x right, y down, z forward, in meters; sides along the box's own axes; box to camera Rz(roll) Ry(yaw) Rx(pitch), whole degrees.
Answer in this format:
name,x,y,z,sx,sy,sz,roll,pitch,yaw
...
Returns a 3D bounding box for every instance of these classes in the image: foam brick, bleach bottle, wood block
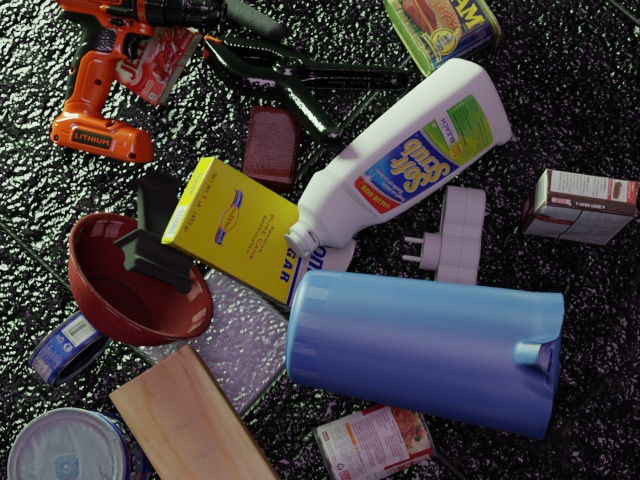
name,x,y,z,sx,sy,sz,roll,pitch,yaw
foam brick,-0.049,-0.091,1.088,0.051,0.053,0.078,7,79,2
bleach bottle,0.070,-0.067,1.039,0.250,0.102,0.068,-41,36,-15
wood block,-0.102,0.211,1.014,0.090,0.091,0.206,-33,80,-6

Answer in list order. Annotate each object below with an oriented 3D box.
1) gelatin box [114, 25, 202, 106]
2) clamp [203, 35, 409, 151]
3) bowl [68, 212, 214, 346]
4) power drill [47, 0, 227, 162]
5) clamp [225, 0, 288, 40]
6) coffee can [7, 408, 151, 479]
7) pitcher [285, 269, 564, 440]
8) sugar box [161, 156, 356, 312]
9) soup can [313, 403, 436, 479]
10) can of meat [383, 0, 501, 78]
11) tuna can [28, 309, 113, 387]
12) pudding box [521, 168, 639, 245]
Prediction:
name,x,y,z,sx,sy,sz,roll,pitch,yaw
gelatin box,-0.177,-0.195,1.107,0.073,0.030,0.089,34,103,5
clamp,-0.032,-0.158,1.073,0.210,0.036,0.164,19,38,13
bowl,-0.184,0.049,1.033,0.162,0.161,0.055,47,116,8
power drill,-0.191,-0.176,1.069,0.184,0.057,0.188,13,98,15
clamp,-0.109,-0.257,1.125,0.171,0.039,0.120,-9,66,5
coffee can,-0.219,0.209,0.990,0.103,0.140,0.103,0,79,1
pitcher,0.096,0.099,0.984,0.243,0.149,0.145,9,36,7
sugar box,-0.057,0.001,1.037,0.176,0.048,0.093,29,80,-21
soup can,0.052,0.194,1.026,0.102,0.068,0.068,-21,80,-2
can of meat,0.125,-0.231,1.110,0.084,0.057,0.102,-30,80,-2
tuna can,-0.240,0.103,1.038,0.086,0.086,0.034,-43,83,-7
pudding box,0.251,-0.031,1.042,0.090,0.113,0.039,7,77,1
